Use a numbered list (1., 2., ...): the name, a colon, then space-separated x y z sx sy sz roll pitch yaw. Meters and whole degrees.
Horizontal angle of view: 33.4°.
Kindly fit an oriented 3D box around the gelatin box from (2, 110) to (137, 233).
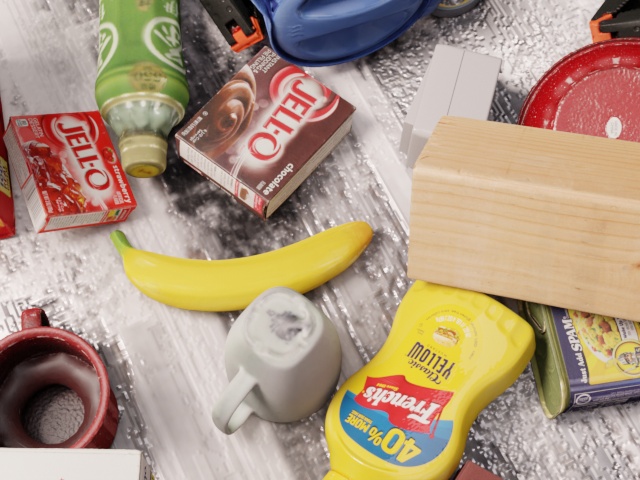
1. gelatin box: -0.187 -0.053 0.796 0.073 0.030 0.089 -9 67 -37

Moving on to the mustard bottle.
1. mustard bottle: 0.059 0.118 0.731 0.096 0.058 0.191 30 72 25

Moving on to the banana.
1. banana: -0.059 0.018 0.781 0.198 0.037 0.069 -1 69 -1

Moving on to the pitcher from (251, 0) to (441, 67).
1. pitcher: -0.006 -0.267 0.833 0.145 0.149 0.243 -25 68 8

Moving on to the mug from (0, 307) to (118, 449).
1. mug: -0.185 0.103 0.723 0.093 0.081 0.117 -15 70 -6

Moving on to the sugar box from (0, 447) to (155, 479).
1. sugar box: -0.144 0.166 0.648 0.093 0.176 0.048 1 69 -1

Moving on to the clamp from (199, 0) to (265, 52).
1. clamp: -0.088 -0.235 0.848 0.039 0.120 0.171 -30 66 34

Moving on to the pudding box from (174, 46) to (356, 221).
1. pudding box: -0.041 -0.083 0.816 0.090 0.039 0.113 35 67 13

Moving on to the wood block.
1. wood block: 0.170 -0.015 0.719 0.206 0.090 0.090 10 34 16

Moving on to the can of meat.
1. can of meat: 0.194 0.068 0.754 0.084 0.057 0.102 -8 69 -5
